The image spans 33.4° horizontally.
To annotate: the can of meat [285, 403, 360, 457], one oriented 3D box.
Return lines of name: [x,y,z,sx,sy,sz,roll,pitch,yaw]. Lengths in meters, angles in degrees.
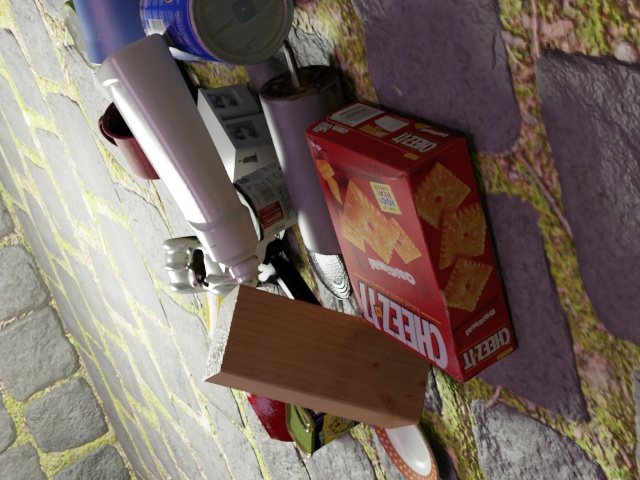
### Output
can of meat: [0.006,0.213,1.336,0.057,0.083,0.102,49,156,30]

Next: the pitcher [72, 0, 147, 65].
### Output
pitcher: [-0.212,-0.320,1.143,0.145,0.149,0.243,-121,15,-65]

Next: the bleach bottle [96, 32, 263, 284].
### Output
bleach bottle: [-0.129,-0.072,1.046,0.251,0.068,0.103,62,162,-5]

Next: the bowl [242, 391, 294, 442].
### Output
bowl: [-0.070,0.228,1.516,0.162,0.055,0.162,58,173,10]

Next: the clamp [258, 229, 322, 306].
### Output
clamp: [-0.058,0.002,1.288,0.210,0.036,0.164,26,130,61]

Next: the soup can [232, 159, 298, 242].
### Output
soup can: [-0.037,-0.048,1.090,0.069,0.102,0.068,48,155,31]

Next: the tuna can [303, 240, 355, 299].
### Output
tuna can: [0.019,0.018,1.139,0.086,0.033,0.086,48,155,31]

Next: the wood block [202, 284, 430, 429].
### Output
wood block: [-0.003,0.120,1.072,0.091,0.206,0.090,139,146,-68]

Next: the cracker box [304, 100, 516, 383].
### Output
cracker box: [0.076,-0.001,0.935,0.164,0.072,0.213,30,143,54]

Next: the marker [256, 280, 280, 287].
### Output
marker: [-0.071,0.052,1.403,0.020,0.020,0.121,64,158,-6]

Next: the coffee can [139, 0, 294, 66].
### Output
coffee can: [-0.102,-0.222,1.025,0.140,0.102,0.103,21,135,59]

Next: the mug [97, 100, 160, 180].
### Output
mug: [-0.215,-0.128,1.289,0.117,0.093,0.081,5,142,23]
